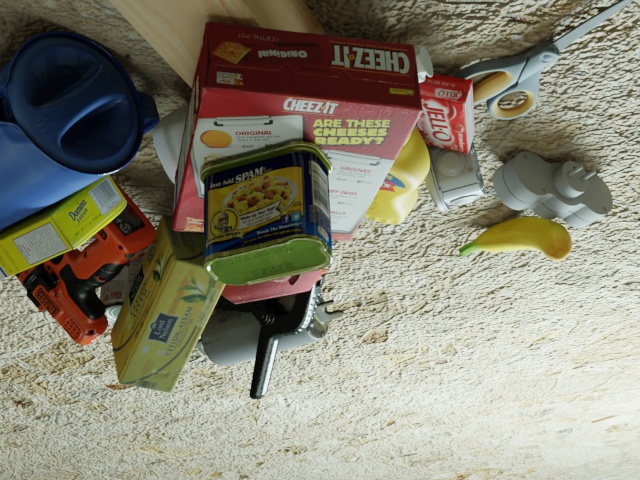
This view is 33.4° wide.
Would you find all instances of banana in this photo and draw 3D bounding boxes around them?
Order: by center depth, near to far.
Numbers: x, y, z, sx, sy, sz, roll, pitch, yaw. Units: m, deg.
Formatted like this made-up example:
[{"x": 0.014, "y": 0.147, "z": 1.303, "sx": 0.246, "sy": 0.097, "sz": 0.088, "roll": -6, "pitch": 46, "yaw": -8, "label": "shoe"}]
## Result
[{"x": 0.235, "y": 0.001, "z": 1.211, "sx": 0.037, "sy": 0.069, "sz": 0.198, "roll": 50, "pitch": 161, "yaw": -14, "label": "banana"}]

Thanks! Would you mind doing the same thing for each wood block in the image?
[{"x": -0.077, "y": -0.180, "z": 0.845, "sx": 0.090, "sy": 0.091, "sz": 0.206, "roll": -13, "pitch": 151, "yaw": 20, "label": "wood block"}]

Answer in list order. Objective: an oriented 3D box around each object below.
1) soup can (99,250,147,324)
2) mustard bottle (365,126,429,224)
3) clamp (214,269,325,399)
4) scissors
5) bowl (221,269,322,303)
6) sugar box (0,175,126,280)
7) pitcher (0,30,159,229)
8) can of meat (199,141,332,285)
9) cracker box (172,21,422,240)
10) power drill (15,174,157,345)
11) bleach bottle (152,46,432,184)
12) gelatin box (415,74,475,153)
[{"x": -0.226, "y": 0.043, "z": 1.269, "sx": 0.068, "sy": 0.102, "sz": 0.068, "roll": -1, "pitch": 153, "yaw": -1, "label": "soup can"}, {"x": 0.058, "y": -0.080, "z": 1.031, "sx": 0.096, "sy": 0.058, "sz": 0.192, "roll": 36, "pitch": 163, "yaw": 8, "label": "mustard bottle"}, {"x": -0.065, "y": 0.102, "z": 1.373, "sx": 0.210, "sy": 0.164, "sz": 0.036, "roll": -33, "pitch": 174, "yaw": 34, "label": "clamp"}, {"x": 0.210, "y": -0.159, "z": 0.974, "sx": 0.202, "sy": 0.016, "sz": 0.096, "roll": -19, "pitch": 146, "yaw": 34, "label": "scissors"}, {"x": -0.061, "y": 0.039, "z": 1.248, "sx": 0.162, "sy": 0.055, "sz": 0.162, "roll": -10, "pitch": 178, "yaw": -1, "label": "bowl"}, {"x": -0.284, "y": -0.008, "z": 1.079, "sx": 0.177, "sy": 0.093, "sz": 0.048, "roll": -17, "pitch": 110, "yaw": 37, "label": "sugar box"}, {"x": -0.275, "y": -0.086, "z": 1.001, "sx": 0.149, "sy": 0.145, "sz": 0.243, "roll": 40, "pitch": 139, "yaw": -25, "label": "pitcher"}, {"x": -0.041, "y": -0.018, "z": 0.812, "sx": 0.102, "sy": 0.084, "sz": 0.057, "roll": -13, "pitch": 149, "yaw": 19, "label": "can of meat"}, {"x": -0.028, "y": -0.080, "z": 0.865, "sx": 0.164, "sy": 0.072, "sz": 0.214, "roll": 4, "pitch": 151, "yaw": -12, "label": "cracker box"}, {"x": -0.275, "y": 0.004, "z": 1.179, "sx": 0.188, "sy": 0.184, "sz": 0.057, "roll": -45, "pitch": 175, "yaw": 40, "label": "power drill"}, {"x": -0.021, "y": -0.120, "z": 0.962, "sx": 0.251, "sy": 0.102, "sz": 0.068, "roll": -15, "pitch": 108, "yaw": 24, "label": "bleach bottle"}, {"x": 0.106, "y": -0.122, "z": 1.009, "sx": 0.073, "sy": 0.030, "sz": 0.089, "roll": 13, "pitch": 157, "yaw": 16, "label": "gelatin box"}]
